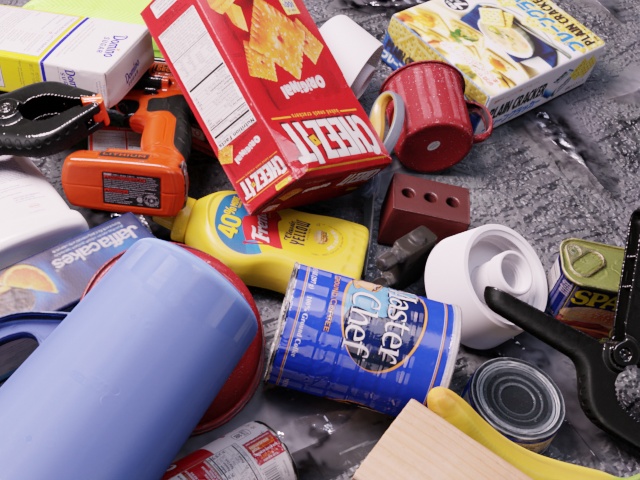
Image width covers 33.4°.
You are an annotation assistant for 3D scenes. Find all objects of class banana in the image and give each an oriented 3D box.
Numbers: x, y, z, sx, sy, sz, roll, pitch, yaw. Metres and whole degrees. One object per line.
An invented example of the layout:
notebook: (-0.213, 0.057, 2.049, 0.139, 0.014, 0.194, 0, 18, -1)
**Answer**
banana: (0.158, 0.170, 0.843, 0.197, 0.070, 0.037, 23, 28, -14)

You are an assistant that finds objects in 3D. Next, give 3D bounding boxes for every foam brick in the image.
foam brick: (0.099, -0.024, 1.028, 0.078, 0.051, 0.053, 11, 46, -6)

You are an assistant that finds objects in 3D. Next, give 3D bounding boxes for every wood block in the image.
wood block: (0.120, 0.222, 0.777, 0.206, 0.091, 0.090, 32, 47, 15)

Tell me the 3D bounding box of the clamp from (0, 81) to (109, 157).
clamp: (-0.270, -0.105, 0.909, 0.171, 0.039, 0.120, -14, 56, -10)

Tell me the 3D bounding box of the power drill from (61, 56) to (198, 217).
power drill: (-0.175, -0.105, 0.971, 0.184, 0.057, 0.187, 5, 42, 2)

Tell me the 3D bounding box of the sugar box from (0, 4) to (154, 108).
sugar box: (-0.251, -0.171, 0.976, 0.176, 0.048, 0.093, 14, 41, 14)

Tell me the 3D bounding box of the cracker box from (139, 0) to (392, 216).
cracker box: (-0.044, -0.139, 0.975, 0.163, 0.072, 0.214, -16, 74, -54)

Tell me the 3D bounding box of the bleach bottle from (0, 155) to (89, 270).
bleach bottle: (-0.304, -0.066, 0.942, 0.102, 0.068, 0.251, -21, 54, -30)

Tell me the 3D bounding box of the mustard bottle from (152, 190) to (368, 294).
mustard bottle: (-0.056, 0.001, 0.955, 0.191, 0.058, 0.096, 16, 42, -1)

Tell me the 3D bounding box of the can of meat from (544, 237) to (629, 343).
can of meat: (0.254, 0.052, 0.980, 0.102, 0.084, 0.057, 11, 46, -7)

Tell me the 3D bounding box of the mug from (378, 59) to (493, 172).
mug: (0.123, -0.124, 1.104, 0.117, 0.093, 0.081, 4, 52, -16)

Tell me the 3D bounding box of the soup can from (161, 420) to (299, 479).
soup can: (-0.074, 0.182, 0.773, 0.102, 0.069, 0.068, -24, 59, -34)

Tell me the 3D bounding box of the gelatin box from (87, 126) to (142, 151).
gelatin box: (-0.181, -0.068, 1.001, 0.073, 0.030, 0.089, 2, 44, -15)

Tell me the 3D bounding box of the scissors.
scissors: (0.038, -0.054, 1.052, 0.016, 0.096, 0.201, 26, 70, -32)

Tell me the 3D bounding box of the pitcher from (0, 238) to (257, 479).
pitcher: (-0.160, 0.113, 0.710, 0.145, 0.149, 0.242, 12, 58, 49)

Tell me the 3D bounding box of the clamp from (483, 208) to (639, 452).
clamp: (0.257, 0.087, 0.910, 0.164, 0.036, 0.210, -33, 91, -9)

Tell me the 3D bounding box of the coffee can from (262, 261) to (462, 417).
coffee can: (0.034, 0.084, 0.872, 0.140, 0.103, 0.102, 15, 46, -2)

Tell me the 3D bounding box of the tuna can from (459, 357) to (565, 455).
tuna can: (0.162, 0.142, 0.904, 0.086, 0.034, 0.086, 8, 46, -9)
